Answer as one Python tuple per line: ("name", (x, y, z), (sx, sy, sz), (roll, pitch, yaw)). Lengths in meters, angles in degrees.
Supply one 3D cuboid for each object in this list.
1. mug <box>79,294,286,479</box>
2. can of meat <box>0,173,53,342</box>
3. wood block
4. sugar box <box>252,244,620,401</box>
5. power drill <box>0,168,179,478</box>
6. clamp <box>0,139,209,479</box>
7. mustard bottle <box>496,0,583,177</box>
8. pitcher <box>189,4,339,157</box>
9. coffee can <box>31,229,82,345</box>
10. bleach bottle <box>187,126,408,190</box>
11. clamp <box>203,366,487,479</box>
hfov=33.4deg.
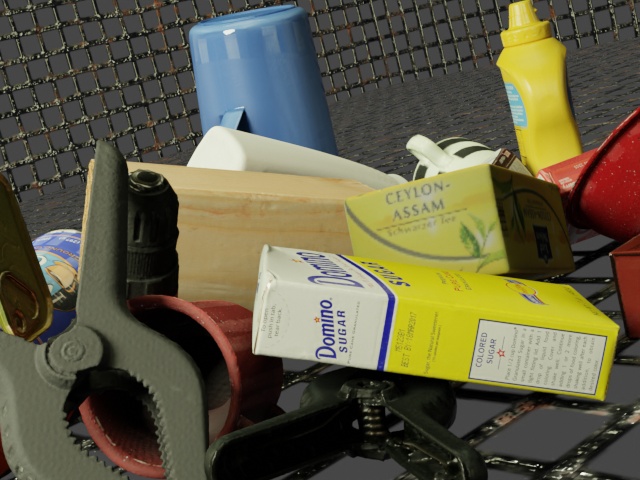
("mug", (-0.060, 0.079, 0.571), (0.117, 0.093, 0.081), (28, 8, 17))
("can of meat", (-0.218, 0.019, 0.631), (0.084, 0.102, 0.057), (-14, 12, 14))
("wood block", (-0.055, 0.001, 0.747), (0.205, 0.090, 0.091), (3, 12, -27))
("sugar box", (0.054, 0.039, 0.556), (0.176, 0.048, 0.093), (10, 9, -5))
("power drill", (-0.150, 0.065, 0.584), (0.057, 0.184, 0.187), (30, 38, 25))
("clamp", (-0.126, 0.059, 0.494), (0.164, 0.210, 0.036), (-24, -23, -22))
("mustard bottle", (0.187, -0.105, 0.895), (0.058, 0.191, 0.096), (-13, 11, 8))
("pitcher", (-0.049, -0.082, 0.965), (0.144, 0.243, 0.149), (-16, 17, -18))
("coffee can", (-0.207, 0.064, 0.763), (0.103, 0.103, 0.140), (-11, 18, 22))
("bleach bottle", (0.001, -0.021, 0.894), (0.250, 0.103, 0.068), (12, 26, -41))
("clamp", (0.032, 0.088, 0.510), (0.120, 0.039, 0.171), (8, 13, 20))
